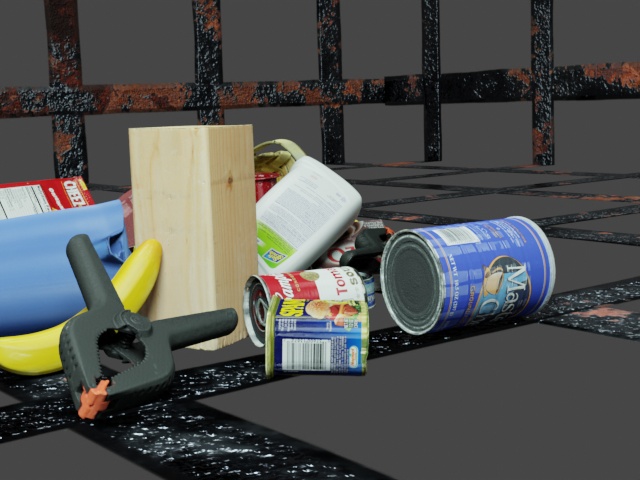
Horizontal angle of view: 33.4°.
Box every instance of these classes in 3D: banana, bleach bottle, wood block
[{"bbox_3d":[-0.211,0.067,0.942,0.197,0.069,0.037,-29,22,-34],"label":"banana"},{"bbox_3d":[-0.058,0.001,1.186,0.103,0.068,0.250,36,45,13],"label":"bleach bottle"},{"bbox_3d":[-0.119,-0.007,1.030,0.090,0.206,0.090,2,8,26],"label":"wood block"}]

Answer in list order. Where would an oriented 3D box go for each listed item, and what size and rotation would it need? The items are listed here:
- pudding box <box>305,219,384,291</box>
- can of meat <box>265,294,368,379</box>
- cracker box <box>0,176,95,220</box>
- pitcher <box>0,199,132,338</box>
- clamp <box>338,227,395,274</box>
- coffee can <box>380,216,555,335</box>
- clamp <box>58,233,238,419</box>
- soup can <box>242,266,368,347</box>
[{"bbox_3d":[0.033,0.020,1.272,0.113,0.039,0.090,-6,44,-15],"label":"pudding box"},{"bbox_3d":[-0.002,0.082,0.907,0.084,0.057,0.102,1,8,1],"label":"can of meat"},{"bbox_3d":[-0.399,-0.001,1.290,0.213,0.072,0.164,-11,-25,-44],"label":"cracker box"},{"bbox_3d":[-0.310,0.041,1.077,0.242,0.149,0.145,-7,33,-13],"label":"pitcher"},{"bbox_3d":[0.084,0.028,1.177,0.120,0.039,0.171,33,18,-1],"label":"clamp"},{"bbox_3d":[0.145,0.033,1.054,0.140,0.103,0.103,-7,9,-30],"label":"coffee can"},{"bbox_3d":[-0.165,0.070,0.868,0.164,0.036,0.209,29,25,0],"label":"clamp"},{"bbox_3d":[-0.014,0.062,1.011,0.102,0.068,0.069,-5,8,-25],"label":"soup can"}]
